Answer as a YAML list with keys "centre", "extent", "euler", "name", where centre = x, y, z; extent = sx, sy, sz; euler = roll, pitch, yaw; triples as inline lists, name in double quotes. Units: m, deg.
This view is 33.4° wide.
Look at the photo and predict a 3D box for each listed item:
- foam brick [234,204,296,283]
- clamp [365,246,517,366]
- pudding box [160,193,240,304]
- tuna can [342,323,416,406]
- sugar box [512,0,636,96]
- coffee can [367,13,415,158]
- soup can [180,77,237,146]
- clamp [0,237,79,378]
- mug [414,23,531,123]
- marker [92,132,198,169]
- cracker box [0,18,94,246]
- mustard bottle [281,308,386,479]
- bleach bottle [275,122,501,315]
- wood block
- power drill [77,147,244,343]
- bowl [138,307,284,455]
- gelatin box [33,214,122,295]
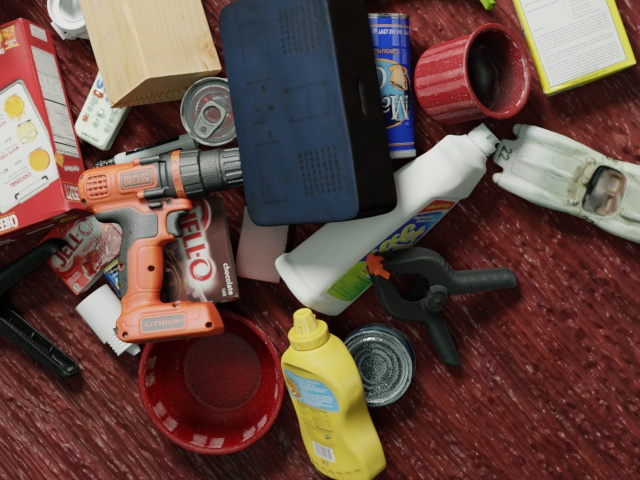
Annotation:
- centre: [-0.057, 0.001, 1.139]
  extent: [0.053, 0.051, 0.078]
  euler: [12, 99, 7]
  name: "foam brick"
- centre: [0.112, 0.064, 1.092]
  extent: [0.171, 0.039, 0.120]
  euler: [18, 101, -26]
  name: "clamp"
- centre: [-0.137, 0.014, 1.106]
  extent: [0.090, 0.039, 0.113]
  euler: [-11, 85, 3]
  name: "pudding box"
- centre: [0.058, 0.134, 1.143]
  extent: [0.086, 0.033, 0.086]
  euler: [1, 97, 10]
  name: "tuna can"
- centre: [0.240, -0.241, 1.064]
  extent: [0.093, 0.048, 0.176]
  euler: [-19, 89, 11]
  name: "sugar box"
- centre: [0.042, -0.152, 1.078]
  extent: [0.103, 0.102, 0.140]
  euler: [-2, 96, 10]
  name: "coffee can"
- centre: [-0.098, -0.133, 1.104]
  extent: [0.068, 0.102, 0.068]
  euler: [1, 97, 9]
  name: "soup can"
- centre: [-0.365, 0.078, 1.201]
  extent: [0.210, 0.036, 0.164]
  euler: [-2, 107, 18]
  name: "clamp"
- centre: [0.157, -0.158, 1.062]
  extent: [0.117, 0.082, 0.093]
  euler: [15, 78, -35]
  name: "mug"
- centre: [-0.193, -0.094, 1.167]
  extent: [0.121, 0.020, 0.020]
  euler: [-15, 94, 11]
  name: "marker"
- centre: [-0.347, -0.107, 1.145]
  extent: [0.164, 0.072, 0.214]
  euler: [-17, 83, 16]
  name: "cracker box"
- centre: [0.006, 0.156, 1.102]
  extent: [0.096, 0.058, 0.191]
  euler: [14, 128, 48]
  name: "mustard bottle"
- centre: [0.076, -0.028, 1.087]
  extent: [0.251, 0.102, 0.068]
  euler: [-42, 63, 12]
  name: "bleach bottle"
- centre: [-0.186, -0.250, 1.083]
  extent: [0.090, 0.090, 0.206]
  euler: [-23, 83, 51]
  name: "wood block"
- centre: [-0.143, 0.004, 1.060]
  extent: [0.184, 0.057, 0.187]
  euler: [-9, 80, 8]
  name: "power drill"
- centre: [-0.114, 0.148, 1.163]
  extent: [0.162, 0.055, 0.162]
  euler: [1, 97, 9]
  name: "bowl"
- centre: [-0.262, 0.005, 1.184]
  extent: [0.089, 0.030, 0.073]
  euler: [-42, 88, 11]
  name: "gelatin box"
